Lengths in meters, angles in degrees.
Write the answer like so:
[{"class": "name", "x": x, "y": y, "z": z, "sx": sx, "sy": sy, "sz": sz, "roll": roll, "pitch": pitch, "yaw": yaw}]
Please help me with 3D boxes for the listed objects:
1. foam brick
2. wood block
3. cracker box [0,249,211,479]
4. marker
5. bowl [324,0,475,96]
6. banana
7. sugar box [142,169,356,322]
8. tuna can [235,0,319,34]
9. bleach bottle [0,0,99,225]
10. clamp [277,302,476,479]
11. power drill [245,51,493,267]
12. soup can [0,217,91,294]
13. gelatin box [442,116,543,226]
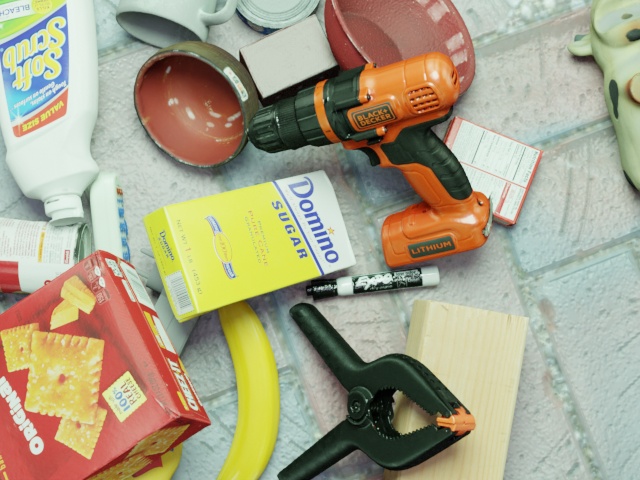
[{"class": "foam brick", "x": -0.028, "y": -0.159, "z": 0.959, "sx": 0.078, "sy": 0.053, "sz": 0.051, "roll": -25, "pitch": 88, "yaw": -2}, {"class": "wood block", "x": 0.113, "y": 0.160, "z": 0.930, "sx": 0.091, "sy": 0.090, "sz": 0.206, "roll": 11, "pitch": 87, "yaw": -3}, {"class": "cracker box", "x": -0.220, "y": 0.133, "z": 0.871, "sx": 0.214, "sy": 0.072, "sz": 0.164, "roll": -33, "pitch": 66, "yaw": 7}, {"class": "marker", "x": 0.047, "y": 0.039, "z": 0.968, "sx": 0.121, "sy": 0.020, "sz": 0.020, "roll": -7, "pitch": 88, "yaw": -2}, {"class": "bowl", "x": 0.059, "y": -0.178, "z": 0.938, "sx": 0.161, "sy": 0.055, "sz": 0.162, "roll": 21, "pitch": 52, "yaw": -29}, {"class": "banana", "x": -0.069, "y": 0.143, "z": 0.951, "sx": 0.069, "sy": 0.037, "sz": 0.198, "roll": 7, "pitch": 87, "yaw": -2}, {"class": "sugar box", "x": -0.056, "y": 0.001, "z": 0.909, "sx": 0.175, "sy": 0.048, "sz": 0.093, "roll": -17, "pitch": 88, "yaw": -37}, {"class": "tuna can", "x": -0.041, "y": -0.231, "z": 0.971, "sx": 0.086, "sy": 0.034, "sz": 0.086, "roll": 0, "pitch": 87, "yaw": -2}, {"class": "bleach bottle", "x": -0.232, "y": -0.138, "z": 0.926, "sx": 0.102, "sy": 0.068, "sz": 0.251, "roll": -12, "pitch": 79, "yaw": 1}, {"class": "clamp", "x": 0.038, "y": 0.130, "z": 0.898, "sx": 0.036, "sy": 0.210, "sz": 0.164, "roll": 5, "pitch": 80, "yaw": -44}, {"class": "power drill", "x": 0.052, "y": -0.061, "z": 0.898, "sx": 0.185, "sy": 0.057, "sz": 0.187, "roll": -13, "pitch": 131, "yaw": 26}, {"class": "soup can", "x": -0.257, "y": 0.014, "z": 0.936, "sx": 0.102, "sy": 0.068, "sz": 0.068, "roll": 4, "pitch": 87, "yaw": -2}, {"class": "gelatin box", "x": 0.148, "y": -0.062, "z": 0.971, "sx": 0.089, "sy": 0.030, "sz": 0.073, "roll": 22, "pitch": 85, "yaw": -1}]
